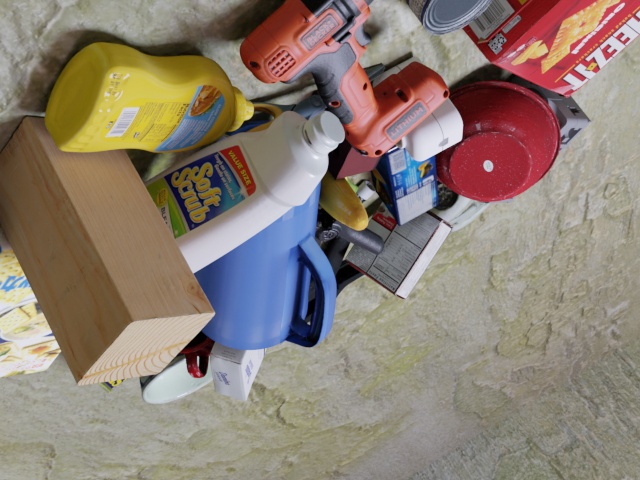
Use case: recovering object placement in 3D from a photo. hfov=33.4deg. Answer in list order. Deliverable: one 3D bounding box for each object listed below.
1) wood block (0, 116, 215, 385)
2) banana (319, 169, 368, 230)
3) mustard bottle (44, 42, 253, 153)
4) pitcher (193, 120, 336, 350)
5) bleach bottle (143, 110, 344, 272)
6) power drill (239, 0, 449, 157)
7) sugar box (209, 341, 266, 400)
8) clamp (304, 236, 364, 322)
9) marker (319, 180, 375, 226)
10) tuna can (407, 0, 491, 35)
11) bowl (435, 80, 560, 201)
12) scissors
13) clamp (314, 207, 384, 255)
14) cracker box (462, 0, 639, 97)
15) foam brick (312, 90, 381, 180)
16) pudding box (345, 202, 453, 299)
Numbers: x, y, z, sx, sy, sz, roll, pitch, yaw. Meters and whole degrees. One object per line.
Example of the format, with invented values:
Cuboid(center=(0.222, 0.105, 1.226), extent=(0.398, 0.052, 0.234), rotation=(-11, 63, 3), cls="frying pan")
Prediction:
Cuboid(center=(-0.187, 0.005, 0.880), extent=(0.090, 0.206, 0.090), rotation=(-2, 143, -51), cls="wood block")
Cuboid(center=(0.017, -0.058, 1.123), extent=(0.037, 0.069, 0.198), rotation=(-61, -173, 13), cls="banana")
Cuboid(center=(-0.129, -0.115, 0.899), extent=(0.191, 0.058, 0.096), rotation=(-3, 141, -48), cls="mustard bottle")
Cuboid(center=(-0.057, 0.001, 1.097), extent=(0.149, 0.145, 0.243), rotation=(1, 141, -8), cls="pitcher")
Cuboid(center=(-0.079, -0.048, 0.931), extent=(0.067, 0.102, 0.251), rotation=(14, 146, -44), cls="bleach bottle")
Cuboid(center=(0.042, -0.173, 0.945), extent=(0.184, 0.057, 0.187), rotation=(-39, 136, 7), cls="power drill")
Cuboid(center=(-0.078, 0.087, 1.243), extent=(0.093, 0.048, 0.176), rotation=(90, 20, -55), cls="sugar box")
Cuboid(center=(0.003, 0.054, 1.426), extent=(0.210, 0.036, 0.164), rotation=(-41, 154, 11), cls="clamp")
Cuboid(center=(0.020, -0.028, 1.306), extent=(0.121, 0.020, 0.020), rotation=(-44, 154, 26), cls="marker")
Cuboid(center=(0.125, -0.235, 1.002), extent=(0.086, 0.034, 0.086), rotation=(-26, 156, -13), cls="tuna can")
Cuboid(center=(0.193, -0.099, 1.215), extent=(0.162, 0.055, 0.162), rotation=(4, 128, 5), cls="bowl")
Cuboid(center=(-0.003, -0.113, 1.024), extent=(0.201, 0.096, 0.016), rotation=(-17, 155, -23), cls="scissors")
Cuboid(center=(0.017, -0.019, 1.263), extent=(0.120, 0.039, 0.171), rotation=(-15, 148, -8), cls="clamp")
Cuboid(center=(0.265, -0.240, 1.117), extent=(0.164, 0.072, 0.213), rotation=(-42, 155, 24), cls="cracker box")
Cuboid(center=(0.024, -0.110, 1.074), extent=(0.051, 0.078, 0.053), rotation=(-16, 150, -31), cls="foam brick")
Cuboid(center=(0.098, 0.004, 1.337), extent=(0.113, 0.090, 0.039), rotation=(-58, 149, 5), cls="pudding box")
